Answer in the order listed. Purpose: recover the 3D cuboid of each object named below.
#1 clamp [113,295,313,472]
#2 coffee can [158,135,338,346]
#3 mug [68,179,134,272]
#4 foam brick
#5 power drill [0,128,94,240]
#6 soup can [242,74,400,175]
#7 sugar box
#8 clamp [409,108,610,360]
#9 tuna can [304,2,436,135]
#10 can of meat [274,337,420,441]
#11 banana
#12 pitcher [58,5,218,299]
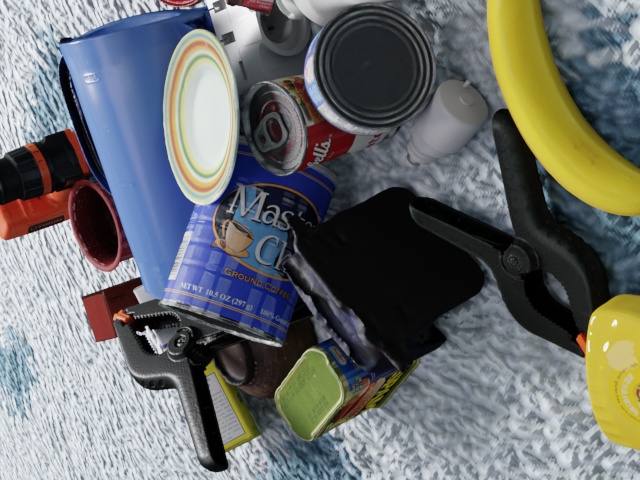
[{"bbox_3d":[-0.112,0.104,0.919,0.210,0.164,0.036,8,152,40],"label":"clamp"},{"bbox_3d":[-0.056,0.001,0.840,0.103,0.102,0.140,8,75,48],"label":"coffee can"},{"bbox_3d":[-0.197,-0.025,1.063,0.117,0.081,0.093,-2,105,50],"label":"mug"},{"bbox_3d":[-0.198,0.068,1.111,0.051,0.078,0.053,-17,91,52],"label":"foam brick"},{"bbox_3d":[-0.291,-0.055,1.095,0.188,0.184,0.057,-29,83,61],"label":"power drill"},{"bbox_3d":[0.003,-0.092,0.778,0.069,0.102,0.068,24,124,41],"label":"soup can"},{"bbox_3d":[-0.118,0.120,1.037,0.176,0.048,0.093,64,176,9],"label":"sugar box"},{"bbox_3d":[0.140,-0.001,0.710,0.171,0.039,0.120,46,142,17],"label":"clamp"},{"bbox_3d":[0.033,-0.114,0.720,0.034,0.086,0.086,166,84,-76],"label":"tuna can"},{"bbox_3d":[0.020,0.111,0.867,0.057,0.083,0.102,53,139,19],"label":"can of meat"},{"bbox_3d":[0.152,-0.085,0.662,0.070,0.037,0.198,-39,77,21],"label":"banana"},{"bbox_3d":[-0.139,-0.075,0.936,0.149,0.145,0.243,-130,26,-73],"label":"pitcher"}]
